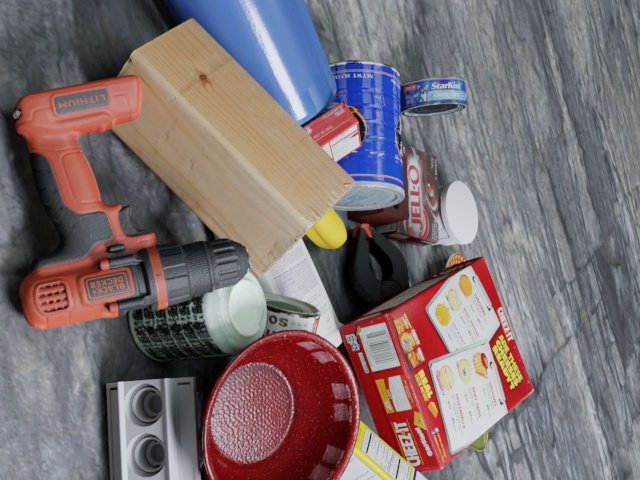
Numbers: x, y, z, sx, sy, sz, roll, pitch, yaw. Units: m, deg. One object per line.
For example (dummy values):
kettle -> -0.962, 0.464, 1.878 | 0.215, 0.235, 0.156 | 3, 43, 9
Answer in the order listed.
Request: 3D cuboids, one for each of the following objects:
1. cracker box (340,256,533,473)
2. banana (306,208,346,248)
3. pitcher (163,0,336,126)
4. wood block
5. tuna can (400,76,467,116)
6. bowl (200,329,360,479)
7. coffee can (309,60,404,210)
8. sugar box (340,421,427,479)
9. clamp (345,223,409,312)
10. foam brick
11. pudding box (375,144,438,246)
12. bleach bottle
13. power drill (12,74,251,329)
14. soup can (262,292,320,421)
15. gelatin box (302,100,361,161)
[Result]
cracker box -> 0.126, 0.127, 1.124 | 0.213, 0.072, 0.164 | -24, 94, -52
banana -> -0.005, -0.030, 1.087 | 0.197, 0.037, 0.070 | 52, 15, -58
pitcher -> -0.075, -0.230, 1.028 | 0.149, 0.145, 0.242 | -36, 118, -17
wood block -> -0.083, -0.081, 0.935 | 0.206, 0.090, 0.090 | 46, 43, 0
tuna can -> 0.140, -0.179, 1.331 | 0.085, 0.086, 0.034 | 0, 84, -53
bowl -> -0.044, 0.152, 0.907 | 0.161, 0.055, 0.162 | -4, 97, -36
coffee can -> 0.038, -0.112, 1.164 | 0.102, 0.103, 0.140 | 15, 70, -51
sugar box -> 0.027, 0.225, 1.034 | 0.176, 0.093, 0.048 | 42, 33, -18
clamp -> 0.083, 0.062, 1.213 | 0.120, 0.039, 0.171 | -8, 82, -39
foam brick -> 0.066, -0.060, 1.233 | 0.052, 0.051, 0.078 | 13, 72, -51
pudding box -> 0.105, -0.055, 1.294 | 0.089, 0.039, 0.113 | 13, 72, -51
bleach bottle -> -0.057, 0.001, 1.046 | 0.102, 0.068, 0.251 | -33, 106, -56
power drill -> -0.160, -0.033, 0.854 | 0.184, 0.057, 0.187 | -12, 86, -16
soup can -> -0.043, 0.105, 0.978 | 0.068, 0.069, 0.102 | 3, 103, -53
gelatin box -> 0.002, -0.098, 1.064 | 0.030, 0.073, 0.089 | 57, -2, 11
